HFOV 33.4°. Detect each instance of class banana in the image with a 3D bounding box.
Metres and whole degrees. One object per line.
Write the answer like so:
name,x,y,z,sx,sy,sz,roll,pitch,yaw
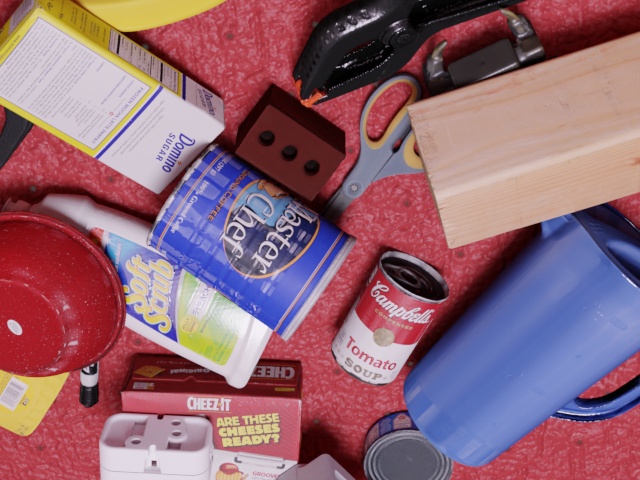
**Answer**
banana,-0.114,-0.198,0.816,0.198,0.037,0.069,-20,140,21

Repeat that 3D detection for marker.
marker,-0.216,0.106,1.000,0.020,0.020,0.121,7,118,-2

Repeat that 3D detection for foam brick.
foam brick,-0.024,-0.081,0.874,0.078,0.051,0.053,32,114,-14

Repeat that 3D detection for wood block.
wood block,0.181,-0.078,0.819,0.206,0.090,0.091,-17,150,5

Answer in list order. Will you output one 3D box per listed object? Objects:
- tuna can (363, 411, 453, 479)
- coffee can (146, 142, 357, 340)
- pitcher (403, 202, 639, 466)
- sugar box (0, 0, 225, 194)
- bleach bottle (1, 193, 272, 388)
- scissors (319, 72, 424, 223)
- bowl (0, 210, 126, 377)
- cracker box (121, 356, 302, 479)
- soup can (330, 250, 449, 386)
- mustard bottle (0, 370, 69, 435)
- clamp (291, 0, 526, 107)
tuna can,0.085,0.208,1.034,0.086,0.033,0.086,1,118,2
coffee can,-0.056,0.001,0.873,0.140,0.102,0.103,35,115,0
pitcher,0.193,0.091,0.916,0.144,0.149,0.243,10,130,-46
sugar box,-0.171,-0.116,0.841,0.176,0.048,0.093,30,123,-33
bleach bottle,-0.162,0.034,0.932,0.250,0.068,0.103,24,102,-8
scissors,0.050,-0.047,0.910,0.096,0.016,0.202,19,117,-8
bowl,-0.248,0.058,0.892,0.162,0.055,0.162,4,119,8
cracker box,-0.101,0.217,1.026,0.164,0.072,0.214,2,117,-1
soup can,0.060,0.069,0.943,0.068,0.068,0.102,24,117,-10
mustard bottle,-0.330,0.099,0.978,0.191,0.058,0.096,30,114,-13
clamp,0.055,-0.171,0.796,0.210,0.036,0.164,-30,155,23
